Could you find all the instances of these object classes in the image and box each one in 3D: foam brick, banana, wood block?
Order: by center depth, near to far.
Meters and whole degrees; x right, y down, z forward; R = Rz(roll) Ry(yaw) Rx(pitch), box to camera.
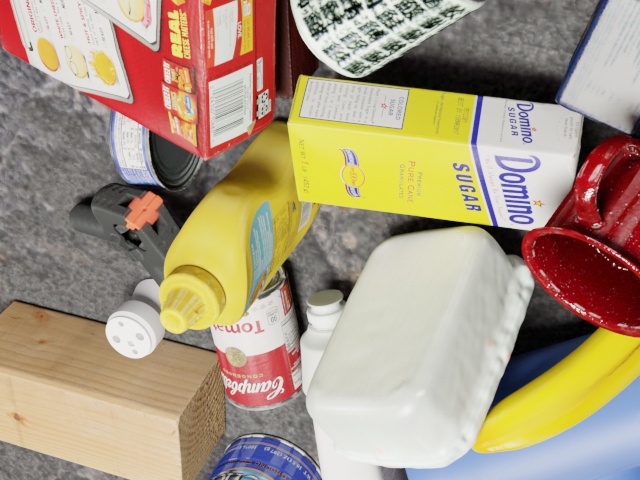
[{"bbox_3d":[0.174,0.067,0.663,0.037,0.197,0.070,46,172,-18],"label":"banana"},{"bbox_3d":[-0.035,-0.140,0.701,0.053,0.051,0.078,8,123,18],"label":"foam brick"},{"bbox_3d":[-0.194,0.133,0.923,0.206,0.090,0.091,13,126,16],"label":"wood block"}]

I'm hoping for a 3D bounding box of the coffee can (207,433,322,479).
[{"bbox_3d":[-0.065,0.249,0.908,0.103,0.140,0.103,11,124,17],"label":"coffee can"}]

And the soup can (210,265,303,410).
[{"bbox_3d":[-0.051,0.072,0.834,0.069,0.068,0.102,2,121,22],"label":"soup can"}]

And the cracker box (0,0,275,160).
[{"bbox_3d":[-0.122,-0.169,0.663,0.214,0.072,0.164,30,135,32],"label":"cracker box"}]

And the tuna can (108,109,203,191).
[{"bbox_3d":[-0.113,-0.078,0.754,0.034,0.086,0.086,7,123,21],"label":"tuna can"}]

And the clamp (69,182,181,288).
[{"bbox_3d":[-0.146,-0.009,0.803,0.120,0.039,0.171,29,160,4],"label":"clamp"}]

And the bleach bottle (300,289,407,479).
[{"bbox_3d":[0.028,0.153,0.845,0.068,0.102,0.251,-6,112,13],"label":"bleach bottle"}]

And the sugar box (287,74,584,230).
[{"bbox_3d":[0.072,-0.053,0.679,0.176,0.048,0.093,9,152,10],"label":"sugar box"}]

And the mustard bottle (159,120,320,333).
[{"bbox_3d":[-0.055,0.001,0.712,0.058,0.191,0.096,18,126,12],"label":"mustard bottle"}]
